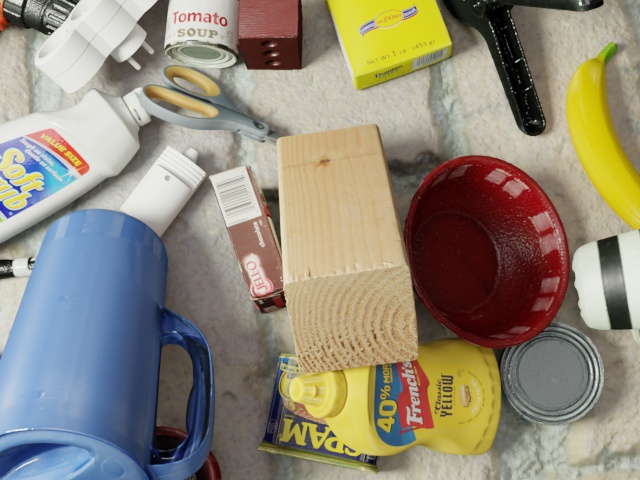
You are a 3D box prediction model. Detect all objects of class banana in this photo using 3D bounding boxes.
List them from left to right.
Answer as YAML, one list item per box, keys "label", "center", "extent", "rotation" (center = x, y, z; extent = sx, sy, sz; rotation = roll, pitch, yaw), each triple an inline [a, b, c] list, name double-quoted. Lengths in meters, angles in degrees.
- label: "banana"
  center: [0.259, -0.079, 0.930]
  extent: [0.069, 0.037, 0.198]
  rotation: [-16, 79, 0]

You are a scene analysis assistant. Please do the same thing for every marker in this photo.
- label: "marker"
  center: [-0.239, 0.022, 0.947]
  extent: [0.121, 0.020, 0.020]
  rotation: [-5, 79, 2]

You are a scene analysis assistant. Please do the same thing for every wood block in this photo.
- label: "wood block"
  center: [0.018, 0.000, 0.841]
  extent: [0.091, 0.090, 0.206]
  rotation: [-8, 35, 2]

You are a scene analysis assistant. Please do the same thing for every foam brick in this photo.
- label: "foam brick"
  center: [-0.043, -0.188, 0.945]
  extent: [0.053, 0.078, 0.051]
  rotation: [1, 78, 3]

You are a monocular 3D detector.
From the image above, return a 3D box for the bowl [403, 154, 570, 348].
- label: "bowl"
  center: [0.128, 0.013, 0.893]
  extent: [0.161, 0.055, 0.162]
  rotation: [6, 76, -25]

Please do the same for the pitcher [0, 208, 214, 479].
- label: "pitcher"
  center: [-0.173, 0.092, 0.830]
  extent: [0.145, 0.149, 0.243]
  rotation: [-37, 34, 32]

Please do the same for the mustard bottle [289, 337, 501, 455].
- label: "mustard bottle"
  center: [0.058, 0.120, 0.841]
  extent: [0.191, 0.058, 0.096]
  rotation: [8, 82, -36]

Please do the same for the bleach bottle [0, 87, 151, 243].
- label: "bleach bottle"
  center: [-0.263, -0.067, 0.938]
  extent: [0.250, 0.068, 0.102]
  rotation: [-31, 98, -4]

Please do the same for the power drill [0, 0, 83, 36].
- label: "power drill"
  center: [-0.322, -0.173, 0.969]
  extent: [0.184, 0.057, 0.187]
  rotation: [27, 79, 11]

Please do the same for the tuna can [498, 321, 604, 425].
- label: "tuna can"
  center: [0.193, 0.113, 0.900]
  extent: [0.086, 0.034, 0.086]
  rotation: [-1, 80, 3]

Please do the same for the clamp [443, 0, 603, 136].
- label: "clamp"
  center: [0.152, -0.201, 0.930]
  extent: [0.036, 0.165, 0.210]
  rotation: [-23, 55, -24]

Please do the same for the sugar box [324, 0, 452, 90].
- label: "sugar box"
  center: [0.047, -0.234, 0.965]
  extent: [0.093, 0.048, 0.176]
  rotation: [-19, 80, -1]

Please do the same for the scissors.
- label: "scissors"
  center: [-0.064, -0.111, 0.957]
  extent: [0.201, 0.016, 0.096]
  rotation: [14, 36, -19]

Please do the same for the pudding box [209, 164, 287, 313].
- label: "pudding box"
  center: [-0.056, 0.001, 0.905]
  extent: [0.039, 0.090, 0.113]
  rotation: [-17, 79, -2]

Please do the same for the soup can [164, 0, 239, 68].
- label: "soup can"
  center: [-0.103, -0.213, 0.958]
  extent: [0.068, 0.068, 0.102]
  rotation: [4, 81, 4]

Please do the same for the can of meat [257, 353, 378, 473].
- label: "can of meat"
  center: [0.006, 0.144, 0.894]
  extent: [0.102, 0.057, 0.084]
  rotation: [11, 78, 4]
